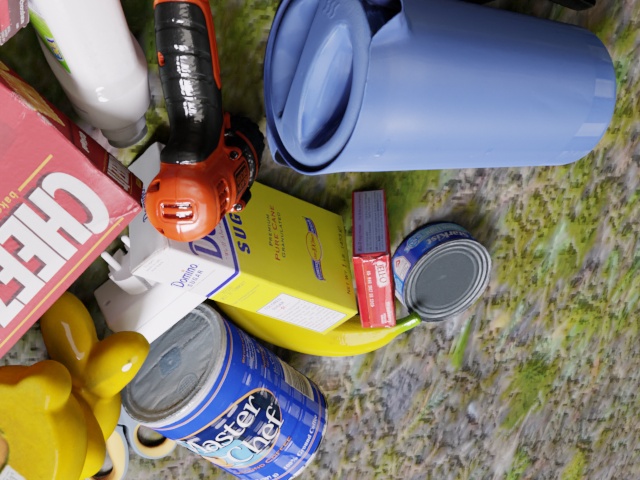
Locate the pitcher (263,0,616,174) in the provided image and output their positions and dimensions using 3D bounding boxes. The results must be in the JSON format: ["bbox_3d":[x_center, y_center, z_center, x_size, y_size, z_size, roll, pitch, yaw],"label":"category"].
[{"bbox_3d":[0.085,-0.106,0.769,0.242,0.149,0.145,0,107,-32],"label":"pitcher"}]

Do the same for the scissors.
[{"bbox_3d":[-0.158,0.120,0.859,0.096,0.016,0.202,-8,125,-25],"label":"scissors"}]

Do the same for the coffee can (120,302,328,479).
[{"bbox_3d":[-0.075,0.125,0.849,0.103,0.103,0.140,-44,131,6],"label":"coffee can"}]

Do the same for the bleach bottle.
[{"bbox_3d":[-0.156,-0.159,0.625,0.068,0.103,0.251,-29,137,-13],"label":"bleach bottle"}]

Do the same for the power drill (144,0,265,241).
[{"bbox_3d":[-0.072,-0.109,0.674,0.057,0.184,0.188,-2,109,7],"label":"power drill"}]

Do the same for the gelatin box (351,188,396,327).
[{"bbox_3d":[0.042,0.014,0.842,0.030,0.089,0.073,-5,127,4],"label":"gelatin box"}]

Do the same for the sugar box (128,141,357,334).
[{"bbox_3d":[-0.055,0.001,0.777,0.176,0.093,0.048,22,135,-39],"label":"sugar box"}]

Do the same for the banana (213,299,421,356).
[{"bbox_3d":[-0.015,0.062,0.878,0.197,0.037,0.070,13,122,-29],"label":"banana"}]

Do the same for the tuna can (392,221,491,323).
[{"bbox_3d":[0.102,0.027,0.921,0.086,0.034,0.086,-14,127,-19],"label":"tuna can"}]

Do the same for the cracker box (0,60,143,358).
[{"bbox_3d":[-0.237,-0.038,0.627,0.213,0.072,0.164,42,97,-18],"label":"cracker box"}]
